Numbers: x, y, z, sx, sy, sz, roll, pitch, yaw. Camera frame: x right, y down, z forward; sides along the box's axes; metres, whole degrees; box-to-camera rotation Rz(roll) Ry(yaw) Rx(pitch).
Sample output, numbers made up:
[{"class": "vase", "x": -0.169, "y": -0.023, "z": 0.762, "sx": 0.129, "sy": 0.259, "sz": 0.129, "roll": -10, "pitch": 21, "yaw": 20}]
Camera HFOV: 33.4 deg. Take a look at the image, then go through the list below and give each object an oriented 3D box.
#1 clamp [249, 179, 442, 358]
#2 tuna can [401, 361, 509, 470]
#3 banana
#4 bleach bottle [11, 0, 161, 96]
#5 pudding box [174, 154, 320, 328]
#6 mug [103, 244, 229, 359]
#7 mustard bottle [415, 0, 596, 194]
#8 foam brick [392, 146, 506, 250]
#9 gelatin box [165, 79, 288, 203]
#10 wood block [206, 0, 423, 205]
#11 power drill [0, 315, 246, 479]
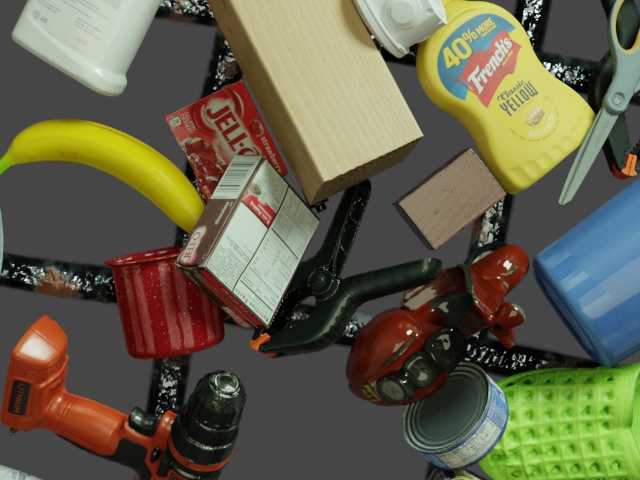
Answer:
[{"class": "clamp", "x": 0.017, "y": 0.040, "z": 0.878, "sx": 0.171, "sy": 0.039, "sz": 0.120, "roll": -52, "pitch": 48, "yaw": 4}, {"class": "tuna can", "x": 0.111, "y": 0.144, "z": 0.874, "sx": 0.086, "sy": 0.086, "sz": 0.033, "roll": -46, "pitch": 120, "yaw": 0}, {"class": "banana", "x": -0.177, "y": -0.060, "z": 0.901, "sx": 0.198, "sy": 0.037, "sz": 0.070, "roll": 17, "pitch": 108, "yaw": 1}, {"class": "bleach bottle", "x": -0.149, "y": -0.249, "z": 0.863, "sx": 0.102, "sy": 0.068, "sz": 0.251, "roll": 31, "pitch": 100, "yaw": 1}, {"class": "pudding box", "x": -0.056, "y": 0.001, "z": 0.855, "sx": 0.090, "sy": 0.039, "sz": 0.113, "roll": 49, "pitch": 58, "yaw": -39}, {"class": "mug", "x": -0.115, "y": 0.047, "z": 0.881, "sx": 0.117, "sy": 0.093, "sz": 0.081, "roll": -13, "pitch": 96, "yaw": -36}, {"class": "mustard bottle", "x": 0.136, "y": -0.139, "z": 0.886, "sx": 0.096, "sy": 0.058, "sz": 0.191, "roll": -39, "pitch": 90, "yaw": -7}, {"class": "foam brick", "x": 0.107, "y": -0.034, "z": 0.890, "sx": 0.078, "sy": 0.053, "sz": 0.051, "roll": -38, "pitch": 90, "yaw": 0}, {"class": "gelatin box", "x": -0.078, "y": -0.080, "z": 0.901, "sx": 0.073, "sy": 0.030, "sz": 0.089, "roll": -26, "pitch": 90, "yaw": 0}, {"class": "wood block", "x": -0.011, "y": -0.145, "z": 0.856, "sx": 0.090, "sy": 0.090, "sz": 0.206, "roll": -26, "pitch": 84, "yaw": -10}, {"class": "power drill", "x": -0.158, "y": 0.136, "z": 0.850, "sx": 0.187, "sy": 0.057, "sz": 0.185, "roll": 28, "pitch": 129, "yaw": 5}]
